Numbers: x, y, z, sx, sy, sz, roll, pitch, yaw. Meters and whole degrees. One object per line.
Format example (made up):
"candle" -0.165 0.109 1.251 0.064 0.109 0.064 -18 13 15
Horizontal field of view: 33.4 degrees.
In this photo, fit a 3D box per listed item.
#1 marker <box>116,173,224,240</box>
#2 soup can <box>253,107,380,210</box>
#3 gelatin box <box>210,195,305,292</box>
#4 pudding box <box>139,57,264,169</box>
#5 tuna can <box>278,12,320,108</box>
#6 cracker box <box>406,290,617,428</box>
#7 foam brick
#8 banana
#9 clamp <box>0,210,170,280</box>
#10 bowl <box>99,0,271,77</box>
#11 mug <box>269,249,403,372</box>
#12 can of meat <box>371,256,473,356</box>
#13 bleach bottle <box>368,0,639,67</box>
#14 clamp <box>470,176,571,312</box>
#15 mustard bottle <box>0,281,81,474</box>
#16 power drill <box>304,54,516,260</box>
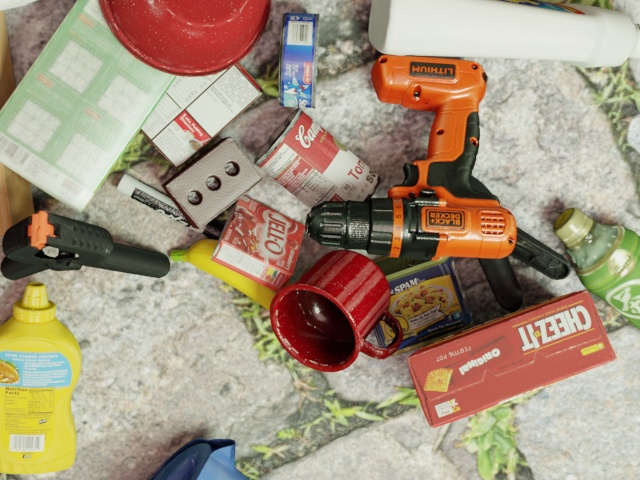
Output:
"marker" -0.140 -0.029 1.035 0.121 0.020 0.020 28 103 -8
"soup can" -0.003 -0.066 1.001 0.102 0.068 0.068 39 101 -11
"gelatin box" -0.057 0.001 1.008 0.073 0.089 0.030 27 123 -7
"pudding box" -0.123 -0.135 0.996 0.113 0.039 0.090 -41 99 7
"tuna can" -0.019 -0.163 0.965 0.033 0.086 0.086 3 105 0
"cracker box" 0.171 0.109 0.976 0.164 0.213 0.072 -22 79 6
"foam brick" -0.103 -0.054 1.002 0.078 0.051 0.053 -39 101 -7
"banana" -0.052 0.051 1.041 0.197 0.070 0.037 35 70 -8
"clamp" -0.219 0.009 0.964 0.164 0.210 0.036 -1 79 -8
"bowl" -0.110 -0.226 0.929 0.161 0.055 0.162 0 89 -22
"mug" 0.023 0.066 0.978 0.117 0.081 0.093 29 130 15
"can of meat" 0.091 0.056 1.042 0.102 0.057 0.084 -19 107 5
"bleach bottle" 0.175 -0.192 0.963 0.250 0.102 0.068 4 108 -9
"clamp" 0.151 -0.007 0.992 0.171 0.120 0.039 42 120 9
"mustard bottle" -0.287 0.134 1.057 0.096 0.058 0.192 4 106 -12
"power drill" 0.081 -0.072 0.957 0.184 0.057 0.187 4 69 -4
